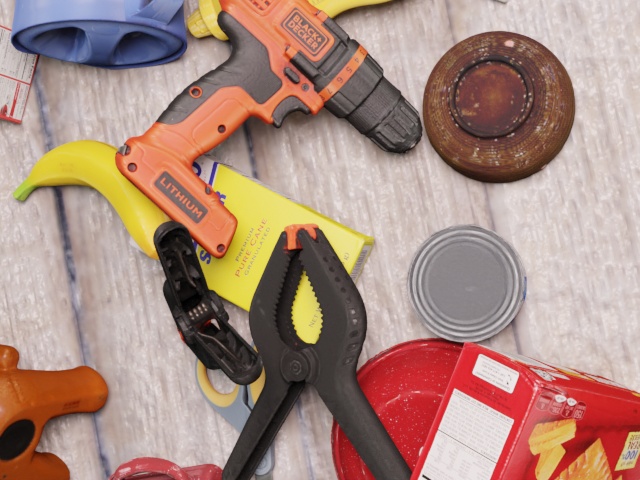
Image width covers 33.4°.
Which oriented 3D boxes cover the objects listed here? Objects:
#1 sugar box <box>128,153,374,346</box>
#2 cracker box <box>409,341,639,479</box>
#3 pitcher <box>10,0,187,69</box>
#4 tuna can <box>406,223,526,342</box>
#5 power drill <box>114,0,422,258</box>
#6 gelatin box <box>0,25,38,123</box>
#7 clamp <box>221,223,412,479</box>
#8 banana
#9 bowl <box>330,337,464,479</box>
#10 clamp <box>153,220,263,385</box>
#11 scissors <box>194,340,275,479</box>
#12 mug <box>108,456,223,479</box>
[{"bbox_3d":[-0.056,0.001,0.827,0.176,0.048,0.093,27,96,14],"label":"sugar box"},{"bbox_3d":[0.128,0.187,0.703,0.072,0.163,0.214,24,95,47],"label":"cracker box"},{"bbox_3d":[-0.163,-0.263,0.824,0.149,0.145,0.243,-1,85,3],"label":"pitcher"},{"bbox_3d":[0.108,0.031,0.785,0.086,0.033,0.086,-1,88,16],"label":"tuna can"},{"bbox_3d":[-0.040,-0.080,0.769,0.184,0.057,0.187,42,83,-10],"label":"power drill"},{"bbox_3d":[-0.271,-0.139,0.871,0.030,0.089,0.073,14,92,17],"label":"gelatin box"},{"bbox_3d":[0.001,0.094,0.761,0.165,0.036,0.210,5,95,32],"label":"clamp"},{"bbox_3d":[-0.170,-0.041,0.840,0.198,0.037,0.069,19,92,42],"label":"banana"},{"bbox_3d":[0.079,0.153,0.778,0.162,0.055,0.162,0,88,15],"label":"bowl"},{"bbox_3d":[-0.090,0.045,0.767,0.039,0.172,0.120,-23,92,-17],"label":"clamp"},{"bbox_3d":[-0.063,0.162,0.839,0.096,0.016,0.202,10,91,18],"label":"scissors"},{"bbox_3d":[-0.115,0.206,0.808,0.081,0.093,0.117,-11,121,10],"label":"mug"}]
